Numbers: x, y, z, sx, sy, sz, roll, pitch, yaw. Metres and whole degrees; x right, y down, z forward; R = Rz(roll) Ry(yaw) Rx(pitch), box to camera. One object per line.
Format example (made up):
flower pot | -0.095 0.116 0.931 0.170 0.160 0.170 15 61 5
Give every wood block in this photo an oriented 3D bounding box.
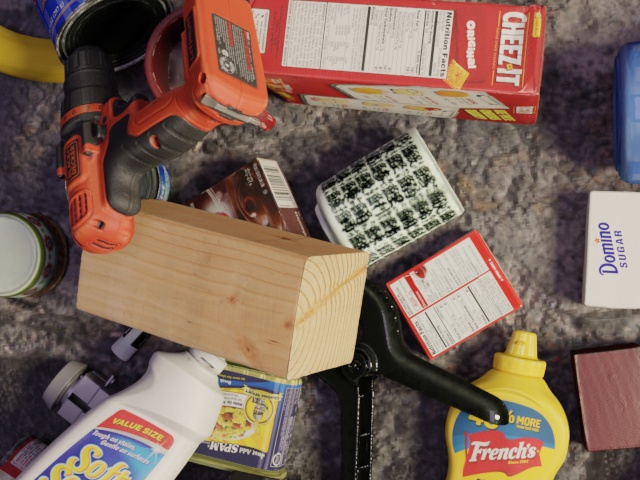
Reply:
wood block | -0.079 0.031 0.820 0.206 0.090 0.090 14 99 31

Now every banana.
banana | -0.256 -0.176 0.945 0.198 0.037 0.069 22 91 11

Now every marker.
marker | -0.133 0.055 0.920 0.020 0.020 0.121 45 95 9

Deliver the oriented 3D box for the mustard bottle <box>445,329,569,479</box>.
mustard bottle | 0.145 0.166 0.844 0.096 0.058 0.191 10 89 17

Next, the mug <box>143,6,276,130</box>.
mug | -0.081 -0.134 0.888 0.117 0.081 0.093 41 95 10

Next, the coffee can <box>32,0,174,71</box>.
coffee can | -0.196 -0.224 0.888 0.103 0.102 0.140 -32 69 7

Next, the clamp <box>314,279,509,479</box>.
clamp | 0.033 0.110 0.865 0.165 0.036 0.210 -47 66 22

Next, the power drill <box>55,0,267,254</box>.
power drill | -0.124 -0.105 0.776 0.188 0.057 0.184 -35 55 35

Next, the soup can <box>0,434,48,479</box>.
soup can | -0.223 0.220 0.904 0.102 0.068 0.068 31 93 10

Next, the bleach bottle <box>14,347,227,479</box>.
bleach bottle | -0.168 0.172 0.838 0.102 0.068 0.251 40 87 10

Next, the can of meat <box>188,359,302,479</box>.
can of meat | -0.071 0.145 0.886 0.102 0.057 0.084 11 88 11

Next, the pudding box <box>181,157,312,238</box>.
pudding box | -0.056 0.001 0.881 0.090 0.039 0.113 -29 74 27

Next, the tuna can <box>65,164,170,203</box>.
tuna can | -0.175 -0.048 0.925 0.086 0.033 0.086 -1 87 10

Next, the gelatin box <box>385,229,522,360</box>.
gelatin box | 0.108 0.045 0.871 0.089 0.030 0.073 -32 84 8

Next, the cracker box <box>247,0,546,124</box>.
cracker box | 0.062 -0.140 0.821 0.214 0.164 0.072 6 90 11
